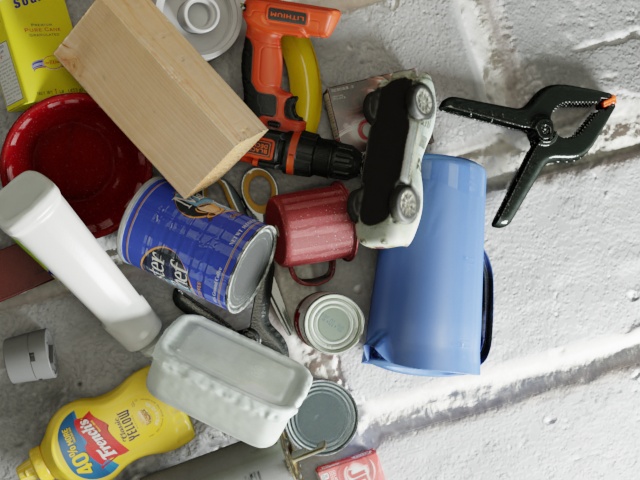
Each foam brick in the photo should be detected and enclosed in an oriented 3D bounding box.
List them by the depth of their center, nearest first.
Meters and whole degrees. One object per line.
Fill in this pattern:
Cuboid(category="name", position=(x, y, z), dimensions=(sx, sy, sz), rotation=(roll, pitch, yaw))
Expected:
Cuboid(category="foam brick", position=(-0.330, 0.031, 1.168), dimensions=(0.078, 0.051, 0.053), rotation=(-22, 92, -8))

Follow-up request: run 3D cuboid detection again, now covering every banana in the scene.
Cuboid(category="banana", position=(-0.033, -0.188, 1.228), dimensions=(0.070, 0.037, 0.198), rotation=(-18, 88, 15))

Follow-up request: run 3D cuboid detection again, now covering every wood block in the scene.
Cuboid(category="wood block", position=(-0.167, -0.156, 1.127), dimensions=(0.206, 0.090, 0.091), rotation=(48, 117, 1))

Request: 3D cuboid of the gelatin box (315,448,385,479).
Cuboid(category="gelatin box", position=(0.042, 0.292, 1.222), dimensions=(0.073, 0.030, 0.089), rotation=(-17, 91, -8))

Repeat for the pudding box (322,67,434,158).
Cuboid(category="pudding box", position=(0.067, -0.143, 1.236), dimensions=(0.113, 0.039, 0.090), rotation=(-14, 90, -8))

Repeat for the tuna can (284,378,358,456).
Cuboid(category="tuna can", position=(-0.001, 0.200, 1.217), dimensions=(0.086, 0.034, 0.086), rotation=(0, 88, -8))

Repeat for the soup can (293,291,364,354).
Cuboid(category="soup can", position=(0.009, 0.091, 1.187), dimensions=(0.068, 0.102, 0.068), rotation=(0, 88, -7))

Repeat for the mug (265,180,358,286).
Cuboid(category="mug", position=(-0.012, -0.004, 1.191), dimensions=(0.081, 0.093, 0.117), rotation=(-10, 113, -18))

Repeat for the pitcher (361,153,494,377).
Cuboid(category="pitcher", position=(0.130, 0.032, 1.203), dimensions=(0.145, 0.149, 0.243), rotation=(6, 84, 7))

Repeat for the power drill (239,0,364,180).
Cuboid(category="power drill", position=(-0.030, -0.165, 1.171), dimensions=(0.184, 0.057, 0.188), rotation=(12, 102, 6))

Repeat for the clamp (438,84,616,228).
Cuboid(category="clamp", position=(0.251, -0.134, 1.262), dimensions=(0.210, 0.036, 0.164), rotation=(-32, 93, -10))

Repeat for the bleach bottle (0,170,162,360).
Cuboid(category="bleach bottle", position=(-0.239, 0.041, 1.125), dimensions=(0.068, 0.103, 0.250), rotation=(-43, 122, -11))

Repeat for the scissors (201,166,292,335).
Cuboid(category="scissors", position=(-0.058, 0.002, 1.225), dimensions=(0.096, 0.016, 0.202), rotation=(-37, 93, -8))

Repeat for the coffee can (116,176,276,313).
Cuboid(category="coffee can", position=(-0.133, 0.004, 1.148), dimensions=(0.140, 0.102, 0.103), rotation=(24, 84, 16))

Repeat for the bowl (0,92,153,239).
Cuboid(category="bowl", position=(-0.268, -0.082, 1.168), dimensions=(0.162, 0.055, 0.162), rotation=(-3, 102, -16))

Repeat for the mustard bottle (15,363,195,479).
Cuboid(category="mustard bottle", position=(-0.241, 0.215, 1.171), dimensions=(0.191, 0.058, 0.096), rotation=(-25, 91, -8))

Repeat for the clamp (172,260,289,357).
Cuboid(category="clamp", position=(-0.094, 0.108, 1.206), dimensions=(0.120, 0.039, 0.171), rotation=(-13, 93, 6))

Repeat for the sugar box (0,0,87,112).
Cuboid(category="sugar box", position=(-0.317, -0.232, 1.160), dimensions=(0.093, 0.048, 0.176), rotation=(-18, 94, -51))
